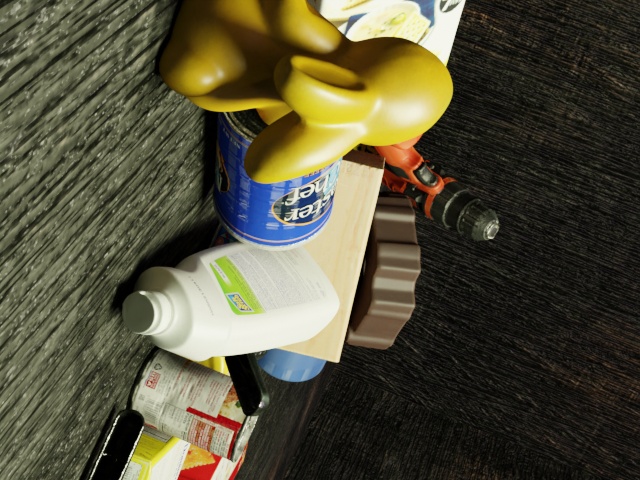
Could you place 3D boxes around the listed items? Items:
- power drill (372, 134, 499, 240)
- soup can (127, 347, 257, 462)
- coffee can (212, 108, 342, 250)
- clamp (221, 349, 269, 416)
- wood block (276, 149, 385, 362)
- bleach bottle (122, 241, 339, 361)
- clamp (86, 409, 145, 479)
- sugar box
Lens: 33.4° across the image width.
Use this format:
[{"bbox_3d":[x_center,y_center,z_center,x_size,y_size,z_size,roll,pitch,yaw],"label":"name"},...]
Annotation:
[{"bbox_3d":[0.105,-0.085,1.170,0.057,0.185,0.187,-48,143,-10],"label":"power drill"},{"bbox_3d":[-0.107,0.142,0.925,0.068,0.102,0.068,22,89,-84],"label":"soup can"},{"bbox_3d":[-0.032,-0.071,0.844,0.140,0.103,0.102,101,12,-58],"label":"coffee can"},{"bbox_3d":[-0.089,0.076,0.921,0.039,0.120,0.171,-42,-166,12],"label":"clamp"},{"bbox_3d":[0.001,0.008,1.113,0.091,0.090,0.206,-74,177,-76],"label":"wood block"},{"bbox_3d":[-0.077,0.043,0.851,0.068,0.103,0.250,-46,162,19],"label":"bleach bottle"},{"bbox_3d":[-0.197,0.247,0.816,0.164,0.036,0.210,-48,159,-74],"label":"clamp"},{"bbox_3d":[-0.162,0.213,0.968,0.176,0.048,0.093,-43,154,-84],"label":"sugar box"}]
